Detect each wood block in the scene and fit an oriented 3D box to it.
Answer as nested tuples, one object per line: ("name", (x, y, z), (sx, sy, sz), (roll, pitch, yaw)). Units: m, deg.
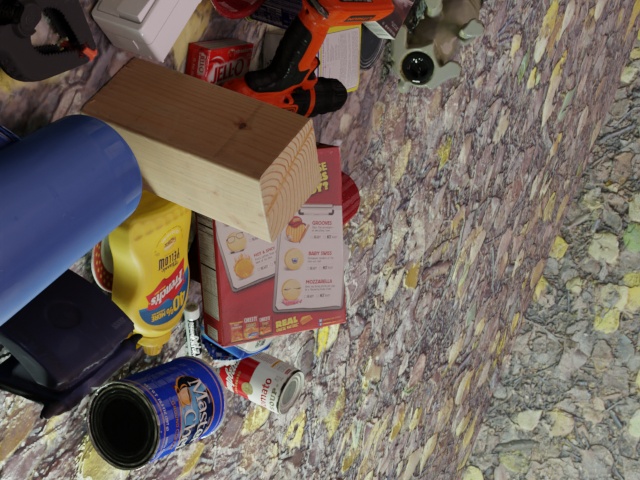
("wood block", (-0.114, -0.090, 1.020), (0.090, 0.206, 0.090), (-52, 152, -31))

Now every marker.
("marker", (-0.159, 0.127, 1.347), (0.020, 0.020, 0.121), (-46, 148, -41))

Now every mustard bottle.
("mustard bottle", (-0.178, 0.040, 1.122), (0.096, 0.058, 0.192), (-37, 141, -48))

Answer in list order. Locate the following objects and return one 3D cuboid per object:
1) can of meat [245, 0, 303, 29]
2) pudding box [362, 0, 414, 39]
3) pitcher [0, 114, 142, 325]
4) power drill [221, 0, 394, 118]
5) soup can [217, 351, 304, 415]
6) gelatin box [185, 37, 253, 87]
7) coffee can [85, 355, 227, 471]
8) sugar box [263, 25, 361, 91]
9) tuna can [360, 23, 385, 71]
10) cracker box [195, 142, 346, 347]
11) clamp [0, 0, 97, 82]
("can of meat", (-0.026, -0.279, 1.199), (0.102, 0.084, 0.057), (-50, 151, -36))
("pudding box", (0.071, -0.327, 1.371), (0.113, 0.039, 0.090), (37, 76, -39))
("pitcher", (-0.262, -0.023, 0.880), (0.242, 0.145, 0.149), (-45, 160, -49))
("power drill", (-0.002, -0.201, 1.158), (0.184, 0.057, 0.188), (-13, 150, -46))
("soup can", (-0.082, 0.189, 1.462), (0.068, 0.102, 0.068), (-47, 149, -40))
("gelatin box", (-0.112, -0.180, 1.167), (0.089, 0.030, 0.073), (-25, 132, -58))
("coffee can", (-0.188, 0.198, 1.241), (0.140, 0.103, 0.103), (-13, 122, -62))
("sugar box", (-0.009, -0.221, 1.325), (0.175, 0.048, 0.093), (-25, 122, -54))
("tuna can", (0.057, -0.275, 1.443), (0.086, 0.034, 0.086), (-47, 149, -40))
("cracker box", (-0.058, 0.002, 1.235), (0.163, 0.072, 0.214), (-9, 104, -27))
("clamp", (-0.254, -0.174, 0.859), (0.164, 0.036, 0.209), (-66, 157, -6))
